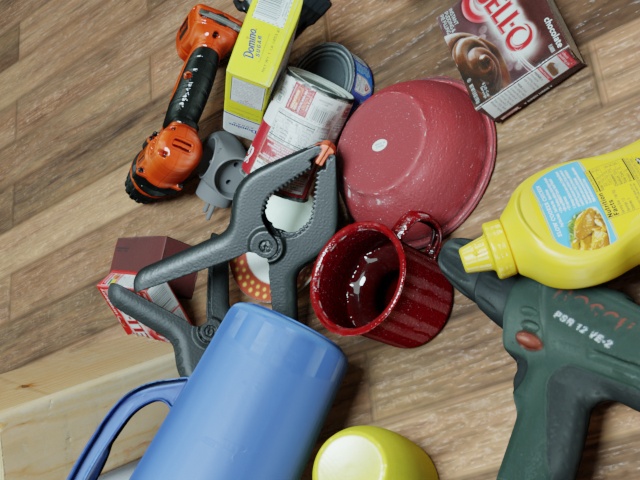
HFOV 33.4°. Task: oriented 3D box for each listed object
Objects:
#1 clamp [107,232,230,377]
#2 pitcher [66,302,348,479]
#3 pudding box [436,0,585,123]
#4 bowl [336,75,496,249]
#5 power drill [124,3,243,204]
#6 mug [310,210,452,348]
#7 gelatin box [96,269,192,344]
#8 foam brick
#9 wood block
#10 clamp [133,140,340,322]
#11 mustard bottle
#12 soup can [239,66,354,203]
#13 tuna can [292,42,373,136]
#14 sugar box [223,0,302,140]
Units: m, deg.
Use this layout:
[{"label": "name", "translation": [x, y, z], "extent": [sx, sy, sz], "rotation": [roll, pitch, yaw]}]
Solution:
[{"label": "clamp", "translation": [-0.114, 0.085, 0.964], "extent": [0.120, 0.039, 0.171], "rotation": [-20, 74, -14]}, {"label": "pitcher", "translation": [-0.085, 0.172, 0.847], "extent": [0.145, 0.149, 0.242], "rotation": [13, 72, 51]}, {"label": "pudding box", "translation": [0.155, -0.165, 0.878], "extent": [0.090, 0.039, 0.113], "rotation": [-35, 54, 25]}, {"label": "bowl", "translation": [0.067, -0.075, 0.909], "extent": [0.162, 0.055, 0.162], "rotation": [-17, 64, 36]}, {"label": "power drill", "translation": [-0.143, -0.133, 1.089], "extent": [0.185, 0.057, 0.187], "rotation": [-22, 50, 65]}, {"label": "mug", "translation": [0.058, 0.030, 0.857], "extent": [0.093, 0.081, 0.117], "rotation": [34, 97, 43]}, {"label": "gelatin box", "translation": [-0.166, 0.072, 1.034], "extent": [0.073, 0.089, 0.030], "rotation": [4, 40, 40]}, {"label": "foam brick", "translation": [-0.167, 0.027, 1.075], "extent": [0.078, 0.051, 0.053], "rotation": [-1, 72, 41]}, {"label": "wood block", "translation": [-0.218, 0.156, 0.951], "extent": [0.091, 0.205, 0.090], "rotation": [8, 105, 41]}, {"label": "clamp", "translation": [-0.056, 0.001, 0.917], "extent": [0.036, 0.164, 0.210], "rotation": [-77, 12, -75]}, {"label": "mustard bottle", "translation": [0.188, -0.016, 0.728], "extent": [0.191, 0.058, 0.096], "rotation": [-19, 48, 6]}, {"label": "soup can", "translation": [-0.021, -0.093, 0.942], "extent": [0.069, 0.068, 0.102], "rotation": [41, 112, 42]}, {"label": "tuna can", "translation": [0.007, -0.140, 1.001], "extent": [0.086, 0.033, 0.086], "rotation": [-17, 63, 36]}, {"label": "sugar box", "translation": [-0.056, -0.160, 0.979], "extent": [0.176, 0.048, 0.093], "rotation": [131, 160, -77]}]
